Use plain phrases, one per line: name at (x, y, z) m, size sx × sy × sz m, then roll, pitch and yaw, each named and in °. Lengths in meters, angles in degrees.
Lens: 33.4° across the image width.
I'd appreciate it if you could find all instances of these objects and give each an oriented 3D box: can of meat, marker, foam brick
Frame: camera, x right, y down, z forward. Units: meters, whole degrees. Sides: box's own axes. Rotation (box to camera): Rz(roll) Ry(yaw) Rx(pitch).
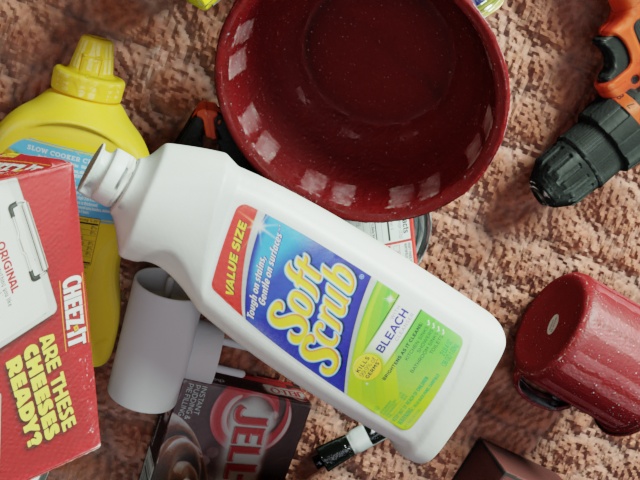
can of meat at (0.042, -0.156, 0.612) m, size 0.102 × 0.057 × 0.084 m, roll -20°, pitch 113°, yaw 29°
marker at (0.049, 0.127, 0.743) m, size 0.121 × 0.020 × 0.020 m, roll -28°, pitch 112°, yaw -4°
foam brick at (0.140, 0.188, 0.769) m, size 0.078 × 0.053 × 0.051 m, roll 27°, pitch 100°, yaw -19°

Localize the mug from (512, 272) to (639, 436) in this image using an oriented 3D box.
mug at (0.180, 0.080, 0.732) m, size 0.081 × 0.093 × 0.117 m, roll 30°, pitch 135°, yaw -16°

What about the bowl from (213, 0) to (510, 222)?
bowl at (0.026, -0.091, 0.587) m, size 0.162 × 0.055 × 0.162 m, roll 9°, pitch 126°, yaw 12°

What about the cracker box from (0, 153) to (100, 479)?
cracker box at (-0.215, 0.057, 0.510) m, size 0.213 × 0.072 × 0.164 m, roll -20°, pitch 115°, yaw -48°

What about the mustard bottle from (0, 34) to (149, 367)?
mustard bottle at (-0.150, -0.025, 0.623) m, size 0.096 × 0.058 × 0.192 m, roll 13°, pitch 105°, yaw -12°

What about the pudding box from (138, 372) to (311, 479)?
pudding box at (-0.067, 0.142, 0.709) m, size 0.090 × 0.039 × 0.113 m, roll 15°, pitch 104°, yaw -19°

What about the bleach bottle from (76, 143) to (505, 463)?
bleach bottle at (-0.022, 0.027, 0.599) m, size 0.250 × 0.068 × 0.102 m, roll 30°, pitch 99°, yaw -18°

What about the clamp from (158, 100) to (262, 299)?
clamp at (-0.054, 0.001, 0.666) m, size 0.120 × 0.039 × 0.171 m, roll 1°, pitch 112°, yaw -15°

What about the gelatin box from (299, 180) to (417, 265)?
gelatin box at (0.013, 0.001, 0.649) m, size 0.089 × 0.030 × 0.073 m, roll -11°, pitch 110°, yaw -10°
